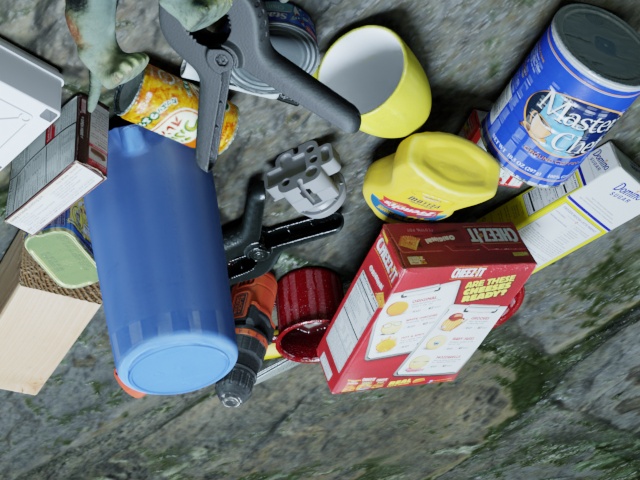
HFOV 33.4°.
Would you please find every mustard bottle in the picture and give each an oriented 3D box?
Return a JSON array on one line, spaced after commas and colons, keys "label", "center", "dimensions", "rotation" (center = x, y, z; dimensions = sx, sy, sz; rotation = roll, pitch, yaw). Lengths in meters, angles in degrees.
[{"label": "mustard bottle", "center": [0.095, -0.053, 1.063], "dimensions": [0.096, 0.058, 0.192], "rotation": [17, 166, -15]}]

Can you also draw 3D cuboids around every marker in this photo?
[{"label": "marker", "center": [-0.069, -0.145, 0.982], "dimensions": [0.121, 0.020, 0.020], "rotation": [12, 139, -24]}]

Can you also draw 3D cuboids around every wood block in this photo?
[{"label": "wood block", "center": [-0.319, 0.078, 1.179], "dimensions": [0.090, 0.090, 0.206], "rotation": [15, 139, -27]}]

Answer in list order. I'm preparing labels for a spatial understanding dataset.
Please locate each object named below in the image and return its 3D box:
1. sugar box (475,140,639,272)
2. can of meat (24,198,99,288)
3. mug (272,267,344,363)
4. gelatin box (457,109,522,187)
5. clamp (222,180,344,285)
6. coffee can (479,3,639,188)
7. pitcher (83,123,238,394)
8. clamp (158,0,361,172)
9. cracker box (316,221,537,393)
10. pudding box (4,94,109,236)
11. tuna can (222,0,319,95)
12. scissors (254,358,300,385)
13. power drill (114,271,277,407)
[{"label": "sugar box", "center": [0.270, -0.032, 1.172], "dimensions": [0.176, 0.048, 0.093], "rotation": [-34, 136, 26]}, {"label": "can of meat", "center": [-0.255, -0.013, 1.073], "dimensions": [0.057, 0.084, 0.102], "rotation": [-15, 143, 10]}, {"label": "mug", "center": [-0.022, 0.088, 1.250], "dimensions": [0.117, 0.081, 0.093], "rotation": [-13, 143, 7]}, {"label": "gelatin box", "center": [0.181, -0.093, 1.087], "dimensions": [0.089, 0.030, 0.073], "rotation": [8, 140, -20]}, {"label": "clamp", "center": [-0.058, 0.001, 1.166], "dimensions": [0.120, 0.039, 0.172], "rotation": [20, 139, -24]}, {"label": "coffee can", "center": [0.225, -0.131, 0.982], "dimensions": [0.102, 0.103, 0.140], "rotation": [8, 141, -20]}, {"label": "pitcher", "center": [-0.148, 0.022, 1.005], "dimensions": [0.149, 0.243, 0.145], "rotation": [18, 135, -40]}, {"label": "clamp", "center": [-0.082, -0.152, 0.897], "dimensions": [0.165, 0.036, 0.210], "rotation": [-20, 117, 30]}, {"label": "cracker box", "center": [0.108, 0.072, 1.148], "dimensions": [0.163, 0.072, 0.214], "rotation": [-2, 139, -27]}, {"label": "pudding box", "center": [-0.245, -0.070, 0.992], "dimensions": [0.114, 0.090, 0.039], "rotation": [-34, 135, 31]}, {"label": "tuna can", "center": [-0.045, -0.170, 0.940], "dimensions": [0.086, 0.034, 0.086], "rotation": [-5, 143, -4]}, {"label": "scissors", "center": [0.000, 0.149, 1.325], "dimensions": [0.202, 0.016, 0.096], "rotation": [-40, 117, 8]}, {"label": "power drill", "center": [-0.140, 0.123, 1.208], "dimensions": [0.188, 0.184, 0.057], "rotation": [-15, 129, 25]}]
